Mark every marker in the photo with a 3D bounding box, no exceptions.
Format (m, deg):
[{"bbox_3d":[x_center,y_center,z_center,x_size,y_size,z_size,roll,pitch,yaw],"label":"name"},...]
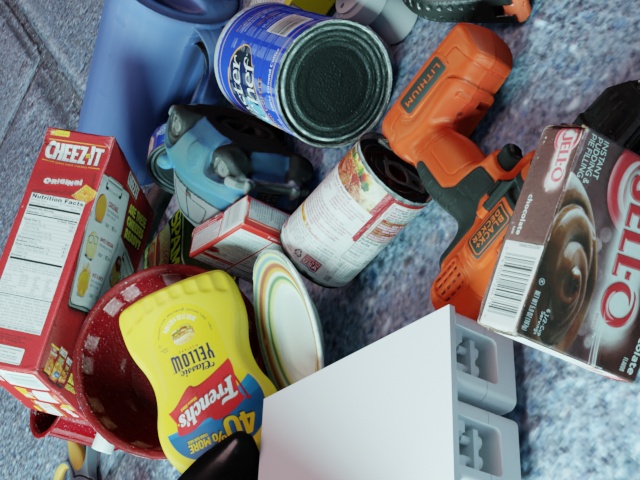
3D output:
[{"bbox_3d":[-0.169,0.125,0.929,0.020,0.020,0.121,4,73,58],"label":"marker"}]

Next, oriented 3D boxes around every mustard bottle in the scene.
[{"bbox_3d":[-0.080,0.125,0.814,0.096,0.058,0.192,-23,72,1],"label":"mustard bottle"}]

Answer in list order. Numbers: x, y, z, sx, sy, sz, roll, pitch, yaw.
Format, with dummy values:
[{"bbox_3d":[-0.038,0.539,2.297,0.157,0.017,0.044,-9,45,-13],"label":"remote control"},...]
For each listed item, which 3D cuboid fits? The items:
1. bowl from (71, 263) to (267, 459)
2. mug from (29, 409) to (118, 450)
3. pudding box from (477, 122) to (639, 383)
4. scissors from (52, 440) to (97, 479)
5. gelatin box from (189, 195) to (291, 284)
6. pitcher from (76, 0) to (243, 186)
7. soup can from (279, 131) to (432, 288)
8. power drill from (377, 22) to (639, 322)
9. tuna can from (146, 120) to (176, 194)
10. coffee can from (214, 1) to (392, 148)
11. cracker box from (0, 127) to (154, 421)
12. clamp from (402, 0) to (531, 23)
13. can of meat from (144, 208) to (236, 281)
[{"bbox_3d":[-0.120,0.103,0.886,0.055,0.162,0.162,69,-146,-71],"label":"bowl"},{"bbox_3d":[-0.232,0.158,1.050,0.117,0.081,0.093,-9,62,55],"label":"mug"},{"bbox_3d":[0.140,0.007,0.555,0.039,0.089,0.113,17,85,62],"label":"pudding box"},{"bbox_3d":[-0.233,0.259,1.049,0.096,0.016,0.202,-57,34,23],"label":"scissors"},{"bbox_3d":[-0.056,0.001,0.887,0.089,0.073,0.030,-28,46,48],"label":"gelatin box"},{"bbox_3d":[-0.174,-0.167,1.106,0.149,0.145,0.243,-75,10,-49],"label":"pitcher"},{"bbox_3d":[0.025,-0.020,0.779,0.102,0.068,0.068,-47,35,32],"label":"soup can"},{"bbox_3d":[0.115,-0.060,0.672,0.185,0.057,0.188,-51,34,25],"label":"power drill"},{"bbox_3d":[-0.125,-0.081,1.041,0.086,0.086,0.033,-37,40,41],"label":"tuna can"},{"bbox_3d":[-0.018,-0.141,0.894,0.103,0.102,0.140,-64,30,5],"label":"coffee can"},{"bbox_3d":[-0.222,0.033,0.936,0.164,0.072,0.213,81,-159,-67],"label":"cracker box"},{"bbox_3d":[0.090,-0.224,0.807,0.164,0.036,0.210,-46,49,-10],"label":"clamp"},{"bbox_3d":[-0.124,0.020,0.999,0.084,0.057,0.102,-45,36,38],"label":"can of meat"}]
